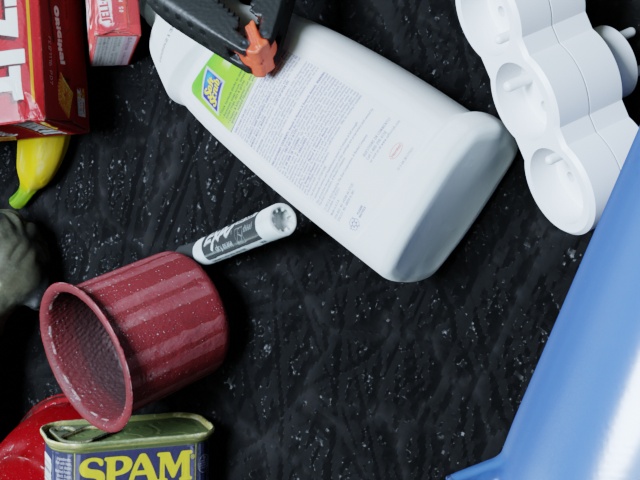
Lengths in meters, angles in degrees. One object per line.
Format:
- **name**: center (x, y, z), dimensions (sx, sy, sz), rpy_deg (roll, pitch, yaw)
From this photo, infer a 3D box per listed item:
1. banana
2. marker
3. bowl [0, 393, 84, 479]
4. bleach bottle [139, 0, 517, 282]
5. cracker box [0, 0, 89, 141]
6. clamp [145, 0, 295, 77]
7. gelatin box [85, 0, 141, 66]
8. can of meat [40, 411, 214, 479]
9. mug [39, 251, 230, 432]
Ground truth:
- **banana**: center (-0.200, -0.122, 0.738), dimensions (0.070, 0.037, 0.198), rpy_deg (-2, 89, 31)
- **marker**: center (-0.054, 0.001, 0.632), dimensions (0.121, 0.020, 0.020), rpy_deg (-20, 79, 53)
- **bowl**: center (-0.180, 0.186, 0.718), dimensions (0.162, 0.055, 0.162), rpy_deg (0, 91, 34)
- **bleach bottle**: center (-0.015, -0.086, 0.605), dimensions (0.251, 0.068, 0.103), rpy_deg (41, 108, 29)
- **cracker box**: center (-0.266, -0.143, 0.692), dimensions (0.214, 0.072, 0.164), rpy_deg (-4, 89, 13)
- **clamp**: center (-0.076, -0.181, 0.599), dimensions (0.164, 0.036, 0.210), rpy_deg (-15, 68, 2)
- **gelatin box**: center (-0.133, -0.154, 0.669), dimensions (0.089, 0.030, 0.073), rpy_deg (169, 97, -76)
- **can of meat**: center (-0.118, 0.154, 0.650), dimensions (0.058, 0.102, 0.084), rpy_deg (-168, 79, -66)
- **mug**: center (-0.116, 0.058, 0.650), dimensions (0.117, 0.081, 0.093), rpy_deg (-19, 94, 51)
